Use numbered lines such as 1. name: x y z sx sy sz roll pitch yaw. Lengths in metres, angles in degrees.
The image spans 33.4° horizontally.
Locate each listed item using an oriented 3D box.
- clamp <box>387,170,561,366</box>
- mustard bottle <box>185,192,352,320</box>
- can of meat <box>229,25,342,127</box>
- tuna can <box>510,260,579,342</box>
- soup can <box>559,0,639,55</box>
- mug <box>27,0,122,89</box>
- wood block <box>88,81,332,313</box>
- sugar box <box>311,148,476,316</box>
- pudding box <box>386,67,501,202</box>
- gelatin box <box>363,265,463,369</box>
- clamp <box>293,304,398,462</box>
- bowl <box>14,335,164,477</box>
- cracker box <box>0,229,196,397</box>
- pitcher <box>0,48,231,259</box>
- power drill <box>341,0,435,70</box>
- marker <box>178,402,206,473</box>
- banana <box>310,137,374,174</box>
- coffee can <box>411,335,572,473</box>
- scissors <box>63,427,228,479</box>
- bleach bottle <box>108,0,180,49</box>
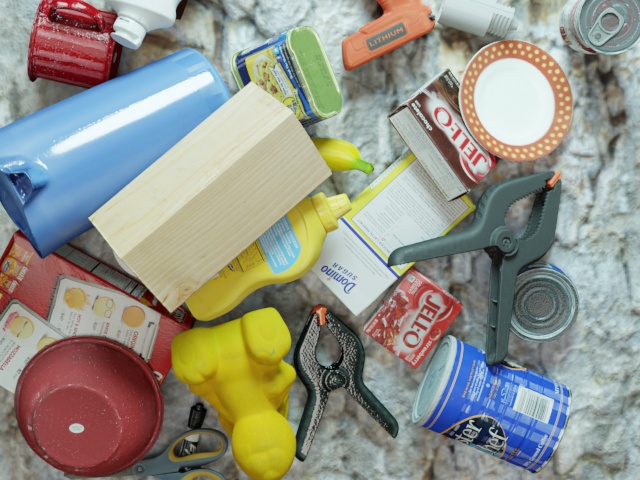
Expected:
1. clamp: 0.174 0.001 1.104 0.164 0.036 0.210 37 76 -15
2. mustard bottle: -0.057 0.001 1.085 0.191 0.058 0.096 -26 78 6
3. can of meat: -0.034 -0.161 1.094 0.084 0.057 0.102 -15 101 40
4. tuna can: 0.236 0.067 1.156 0.086 0.033 0.086 0 100 2
5. soup can: 0.281 -0.220 1.069 0.068 0.102 0.068 0 100 1
6. mug: -0.247 -0.206 1.088 0.081 0.117 0.093 12 60 -6
7. wood block: -0.105 -0.043 1.023 0.206 0.090 0.090 -41 131 -6
8. sugar box: 0.071 -0.012 1.142 0.176 0.048 0.093 -42 99 11
9. pudding box: 0.132 -0.109 1.101 0.113 0.089 0.039 52 137 -5
10. gelatin box: 0.101 0.083 1.165 0.073 0.030 0.089 36 100 -5
11. clamp: 0.006 0.159 1.174 0.120 0.039 0.171 -22 96 -13
12. bowl: -0.247 0.183 1.113 0.162 0.055 0.162 0 103 2
13. cracker box: -0.266 0.104 1.161 0.213 0.072 0.164 29 102 -5
14. pitcher: -0.211 -0.094 1.075 0.242 0.149 0.145 -30 139 -17
15. power drill: 0.022 -0.273 1.091 0.184 0.057 0.187 -23 100 9
16. marker: -0.151 0.241 1.208 0.020 0.020 0.121 15 100 -1
17. banana: -0.044 -0.083 1.120 0.198 0.069 0.037 -6 106 2
18. coffee can: 0.182 0.175 1.143 0.140 0.103 0.103 23 100 -3
19. scissors: -0.187 0.271 1.200 0.202 0.016 0.096 -24 91 15
20. bleach bottle: -0.129 -0.299 1.046 0.102 0.068 0.251 24 80 2
